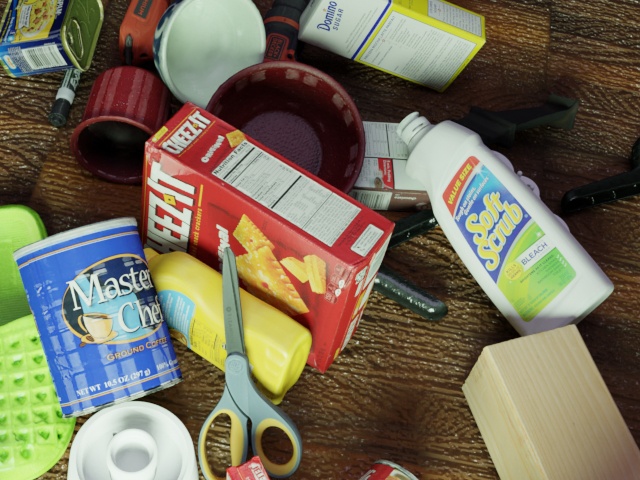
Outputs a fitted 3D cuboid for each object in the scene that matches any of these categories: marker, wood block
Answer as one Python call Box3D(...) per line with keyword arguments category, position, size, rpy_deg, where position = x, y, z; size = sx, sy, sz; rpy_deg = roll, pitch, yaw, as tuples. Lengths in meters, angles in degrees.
Box3D(category="marker", position=(-0.258, -0.166, 1.105), size=(0.020, 0.020, 0.121), rpy_deg=(10, 56, -2))
Box3D(category="wood block", position=(0.207, 0.187, 0.897), size=(0.090, 0.090, 0.206), rpy_deg=(-12, 60, -16))

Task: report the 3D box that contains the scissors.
Box3D(category="scissors", position=(-0.050, 0.111, 0.869), size=(0.096, 0.202, 0.016), rpy_deg=(13, 12, 5))

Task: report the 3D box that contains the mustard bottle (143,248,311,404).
Box3D(category="mustard bottle", position=(-0.101, 0.062, 0.930), size=(0.192, 0.096, 0.058), rpy_deg=(32, 58, 13))

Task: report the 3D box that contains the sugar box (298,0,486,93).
Box3D(category="sugar box", position=(0.075, -0.224, 1.122), size=(0.176, 0.093, 0.048), rpy_deg=(20, 51, -17))

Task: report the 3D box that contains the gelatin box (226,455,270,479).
Box3D(category="gelatin box", position=(-0.047, 0.219, 0.837), size=(0.030, 0.089, 0.073), rpy_deg=(-20, 62, -20))

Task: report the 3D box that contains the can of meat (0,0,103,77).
Box3D(category="can of meat", position=(-0.280, -0.218, 1.101), size=(0.084, 0.057, 0.102), rpy_deg=(-5, 54, 15))

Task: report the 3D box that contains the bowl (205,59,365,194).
Box3D(category="bowl", position=(-0.039, -0.091, 1.047), size=(0.162, 0.055, 0.162), rpy_deg=(1, 81, -7))

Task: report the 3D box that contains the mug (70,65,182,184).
Box3D(category="mug", position=(-0.178, -0.115, 1.041), size=(0.117, 0.093, 0.081), rpy_deg=(4, 51, 1))

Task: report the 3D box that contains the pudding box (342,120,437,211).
Box3D(category="pudding box", position=(0.077, -0.076, 1.084), size=(0.113, 0.039, 0.090), rpy_deg=(4, 56, -9))

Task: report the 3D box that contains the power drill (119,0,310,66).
Box3D(category="power drill", position=(-0.109, -0.228, 1.145), size=(0.187, 0.057, 0.184), rpy_deg=(15, 56, 1))

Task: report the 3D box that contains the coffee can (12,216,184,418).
Box3D(category="coffee can", position=(-0.181, 0.062, 0.871), size=(0.102, 0.103, 0.140), rpy_deg=(-17, 88, -19))

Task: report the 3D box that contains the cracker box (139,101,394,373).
Box3D(category="cracker box", position=(-0.056, 0.001, 0.936), size=(0.214, 0.164, 0.072), rpy_deg=(31, 53, 12))

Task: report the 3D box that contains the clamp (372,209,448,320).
Box3D(category="clamp", position=(0.043, 0.025, 1.012), size=(0.171, 0.039, 0.120), rpy_deg=(-4, 51, -8))

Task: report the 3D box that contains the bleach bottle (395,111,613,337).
Box3D(category="bleach bottle", position=(0.156, -0.018, 1.008), size=(0.103, 0.068, 0.251), rpy_deg=(-44, 73, 13))
